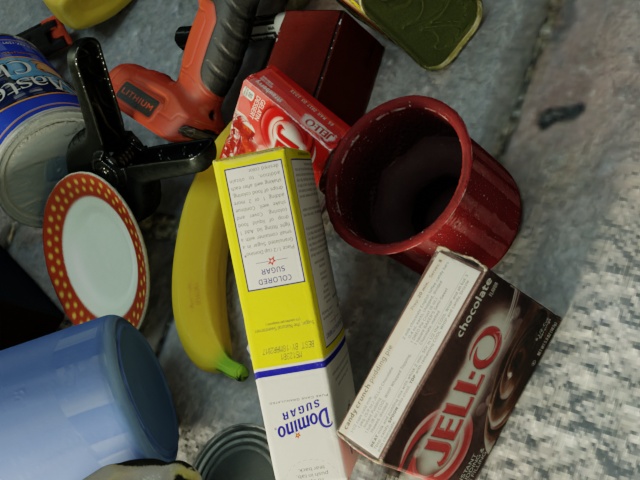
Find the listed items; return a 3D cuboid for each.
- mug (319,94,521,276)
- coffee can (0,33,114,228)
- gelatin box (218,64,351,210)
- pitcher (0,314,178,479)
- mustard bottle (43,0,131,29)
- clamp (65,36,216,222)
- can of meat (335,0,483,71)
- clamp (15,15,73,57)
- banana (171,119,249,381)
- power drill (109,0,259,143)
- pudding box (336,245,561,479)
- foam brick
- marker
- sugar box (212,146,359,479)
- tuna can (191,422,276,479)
[{"bbox_3d":[0.053,-0.025,0.617,0.117,0.081,0.093,3,74,38],"label":"mug"},{"bbox_3d":[-0.234,-0.089,0.846,0.103,0.102,0.140,-52,50,7],"label":"coffee can"},{"bbox_3d":[-0.024,-0.055,0.676,0.073,0.030,0.089,42,141,13],"label":"gelatin box"},{"bbox_3d":[-0.217,0.148,0.686,0.243,0.149,0.145,-22,13,5],"label":"pitcher"},{"bbox_3d":[-0.230,-0.255,0.939,0.096,0.058,0.192,-45,48,-8],"label":"mustard bottle"},{"bbox_3d":[-0.133,-0.055,0.755,0.120,0.172,0.039,41,58,12],"label":"clamp"},{"bbox_3d":[0.041,-0.163,0.673,0.057,0.102,0.084,-52,48,6],"label":"can of meat"},{"bbox_3d":[-0.316,-0.137,0.925,0.210,0.036,0.164,-22,19,14],"label":"clamp"},{"bbox_3d":[-0.070,0.009,0.726,0.070,0.037,0.198,-15,62,28],"label":"banana"},{"bbox_3d":[-0.094,-0.174,0.775,0.185,0.057,0.188,35,106,34],"label":"power drill"},{"bbox_3d":[0.069,0.070,0.560,0.039,0.089,0.113,25,87,41],"label":"pudding box"},{"bbox_3d":[-0.001,-0.107,0.712,0.051,0.052,0.078,9,76,39],"label":"foam brick"},{"bbox_3d":[-0.064,-0.157,0.801,0.121,0.020,0.020,1,72,37],"label":"marker"},{"bbox_3d":[-0.015,0.039,0.588,0.048,0.093,0.176,-8,92,8],"label":"sugar box"},{"bbox_3d":[-0.040,0.156,0.644,0.086,0.033,0.086,-15,63,32],"label":"tuna can"}]
